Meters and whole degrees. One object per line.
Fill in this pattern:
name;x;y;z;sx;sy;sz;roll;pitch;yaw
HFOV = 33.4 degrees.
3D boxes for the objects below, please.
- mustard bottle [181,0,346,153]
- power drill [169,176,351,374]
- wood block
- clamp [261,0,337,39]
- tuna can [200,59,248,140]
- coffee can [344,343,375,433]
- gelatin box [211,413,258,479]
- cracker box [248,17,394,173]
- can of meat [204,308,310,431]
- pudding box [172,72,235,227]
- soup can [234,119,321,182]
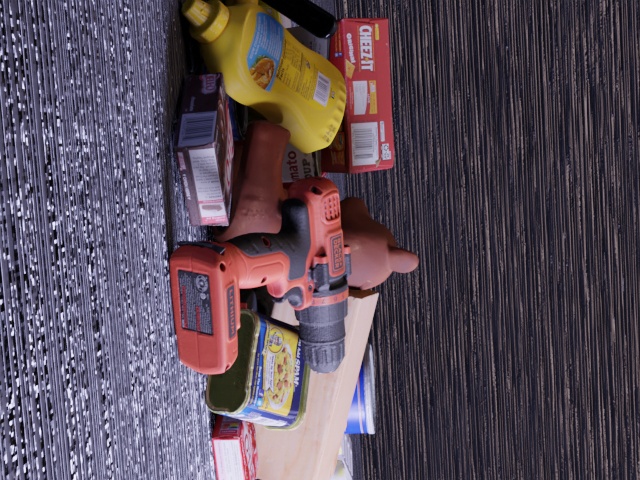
mustard bottle;-0.056;-0.168;1.009;0.191;0.058;0.096;34;55;-38
power drill;-0.043;0.049;0.916;0.187;0.057;0.184;-22;112;-51
wood block;-0.014;0.144;1.108;0.090;0.090;0.206;-9;114;-75
clamp;-0.062;-0.253;1.043;0.036;0.164;0.210;-56;-168;10
tuna can;-0.095;-0.141;1.061;0.086;0.034;0.086;-3;90;-85
coffee can;-0.010;0.172;1.225;0.103;0.140;0.103;-3;90;-85
gelatin box;-0.081;0.205;1.027;0.073;0.030;0.089;-82;167;-65
cracker box;-0.007;-0.161;1.213;0.214;0.071;0.164;7;-77;56
can of meat;-0.056;0.119;0.987;0.083;0.058;0.102;26;66;-49
pudding box;-0.100;-0.081;0.939;0.113;0.039;0.090;-88;173;-49
soup can;-0.052;-0.093;1.123;0.068;0.102;0.068;-3;90;-85
